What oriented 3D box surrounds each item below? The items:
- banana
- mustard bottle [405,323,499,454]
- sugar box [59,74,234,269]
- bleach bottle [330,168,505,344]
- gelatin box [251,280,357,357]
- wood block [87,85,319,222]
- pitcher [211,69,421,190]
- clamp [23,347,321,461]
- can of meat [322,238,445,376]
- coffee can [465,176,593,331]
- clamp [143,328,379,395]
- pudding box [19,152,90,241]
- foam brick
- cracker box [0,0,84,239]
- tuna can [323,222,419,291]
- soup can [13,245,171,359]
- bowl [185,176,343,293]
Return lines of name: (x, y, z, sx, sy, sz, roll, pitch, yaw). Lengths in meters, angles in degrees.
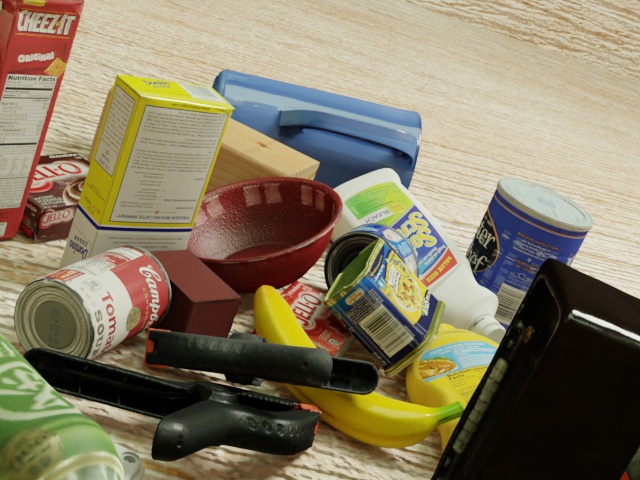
banana: (0.011, 0.105, 0.824, 0.198, 0.037, 0.069, 31, 49, 22)
mustard bottle: (0.123, 0.123, 0.875, 0.096, 0.058, 0.192, -10, 29, -12)
sugar box: (-0.141, -0.040, 0.854, 0.093, 0.176, 0.048, 2, 31, -43)
bleach bottle: (0.102, 0.023, 1.072, 0.102, 0.068, 0.251, -22, 43, -22)
gelatin box: (-0.009, 0.073, 0.914, 0.073, 0.030, 0.089, 26, 22, 11)
wood block: (-0.120, -0.079, 1.085, 0.206, 0.090, 0.090, 27, 21, 13)
pitcher: (-0.011, -0.116, 1.218, 0.242, 0.149, 0.145, 14, 36, -11)
clamp: (-0.071, 0.115, 0.695, 0.209, 0.036, 0.165, 17, 1, -38)
can of meat: (0.055, 0.054, 0.910, 0.084, 0.058, 0.102, 47, 23, -6)
coffee can: (0.201, 0.020, 1.088, 0.102, 0.140, 0.103, 19, 22, -8)
clamp: (-0.043, 0.088, 0.769, 0.172, 0.039, 0.120, 6, -14, 30)
pudding box: (-0.236, -0.041, 0.952, 0.090, 0.039, 0.113, 33, 24, 27)
foam brick: (-0.109, 0.048, 0.843, 0.051, 0.053, 0.078, -2, 32, -46)
cracker box: (-0.294, -0.129, 0.863, 0.164, 0.214, 0.071, 34, 24, 27)
tuna can: (0.047, 0.029, 0.997, 0.086, 0.086, 0.033, 29, 25, 18)
soup can: (-0.164, 0.047, 0.773, 0.068, 0.068, 0.102, 29, 23, 16)
bowl: (-0.056, 0.001, 0.954, 0.162, 0.055, 0.162, -7, 28, 3)
